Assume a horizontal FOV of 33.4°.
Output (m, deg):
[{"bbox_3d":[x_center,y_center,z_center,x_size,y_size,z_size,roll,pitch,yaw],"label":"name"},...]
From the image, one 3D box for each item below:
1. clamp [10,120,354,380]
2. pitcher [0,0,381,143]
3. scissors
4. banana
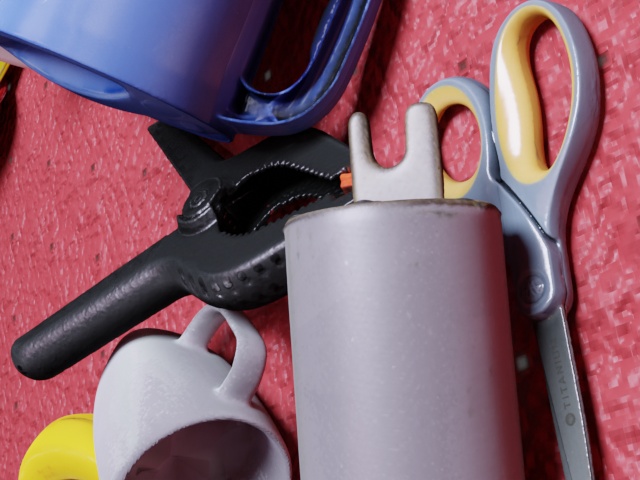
[{"bbox_3d":[-0.053,0.001,0.492,0.210,0.036,0.164,0,53,47],"label":"clamp"},{"bbox_3d":[-0.046,-0.170,0.478,0.145,0.149,0.243,22,89,58],"label":"pitcher"},{"bbox_3d":[0.067,0.012,0.392,0.096,0.016,0.202,-7,77,52],"label":"scissors"},{"bbox_3d":[-0.122,0.130,0.593,0.198,0.037,0.069,-17,88,50],"label":"banana"}]
